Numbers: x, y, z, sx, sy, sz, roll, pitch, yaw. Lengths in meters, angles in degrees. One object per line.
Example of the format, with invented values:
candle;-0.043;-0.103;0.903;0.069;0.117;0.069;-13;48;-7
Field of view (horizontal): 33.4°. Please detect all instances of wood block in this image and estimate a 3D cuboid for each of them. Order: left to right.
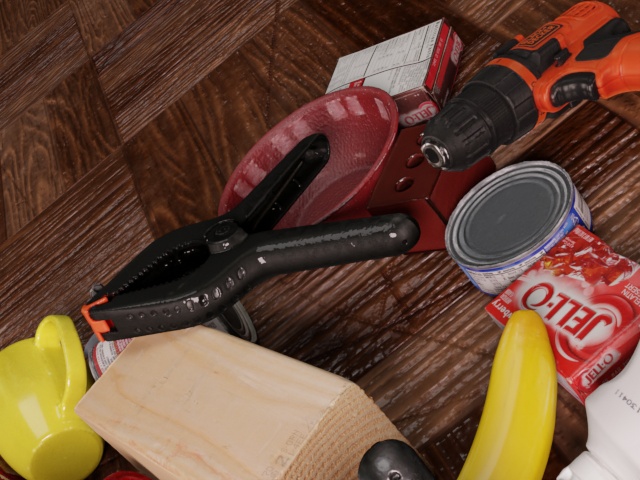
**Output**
wood block;-0.046;0.117;0.624;0.090;0.090;0.206;-51;32;-18

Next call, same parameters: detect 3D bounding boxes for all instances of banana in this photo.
banana;0.066;0.125;0.521;0.197;0.069;0.037;-49;-9;-10

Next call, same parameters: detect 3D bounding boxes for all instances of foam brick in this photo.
foam brick;0.076;-0.037;0.720;0.053;0.051;0.078;-9;43;41

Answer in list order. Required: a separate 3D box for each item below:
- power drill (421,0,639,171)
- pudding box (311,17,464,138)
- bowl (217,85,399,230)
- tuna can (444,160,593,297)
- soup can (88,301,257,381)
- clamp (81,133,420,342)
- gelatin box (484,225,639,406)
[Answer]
power drill;0.174;-0.094;0.648;0.184;0.057;0.188;-39;30;-27
pudding box;0.055;-0.125;0.866;0.114;0.039;0.090;-13;40;35
bowl;0.002;-0.041;0.802;0.162;0.055;0.162;-28;34;20
tuna can;0.121;-0.006;0.651;0.086;0.033;0.086;-28;34;21
soup can;-0.105;0.075;0.762;0.102;0.068;0.068;-35;32;9
clamp;-0.055;0.001;0.692;0.210;0.036;0.165;-24;30;-2
gelatin box;0.142;0.039;0.575;0.073;0.030;0.089;-42;31;0
